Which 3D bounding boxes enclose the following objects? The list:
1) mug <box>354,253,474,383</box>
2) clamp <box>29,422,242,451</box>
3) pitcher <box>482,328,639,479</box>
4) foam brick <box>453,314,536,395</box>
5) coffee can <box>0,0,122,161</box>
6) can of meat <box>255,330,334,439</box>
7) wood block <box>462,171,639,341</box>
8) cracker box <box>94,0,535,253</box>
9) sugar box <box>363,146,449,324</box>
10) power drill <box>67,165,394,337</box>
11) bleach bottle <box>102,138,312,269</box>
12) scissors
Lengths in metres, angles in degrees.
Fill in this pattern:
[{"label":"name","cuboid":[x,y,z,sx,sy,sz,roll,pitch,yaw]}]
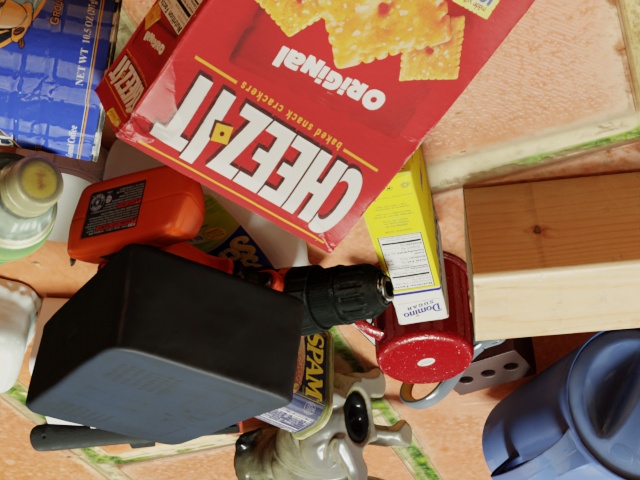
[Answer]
[{"label":"mug","cuboid":[0.075,0.064,0.896,0.117,0.081,0.093,18,139,-23]},{"label":"clamp","cuboid":[-0.182,0.187,1.052,0.210,0.036,0.164,-5,171,-4]},{"label":"pitcher","cuboid":[0.226,0.172,0.958,0.149,0.145,0.243,14,158,-8]},{"label":"foam brick","cuboid":[0.149,0.099,0.968,0.078,0.051,0.053,-21,139,24]},{"label":"coffee can","cuboid":[-0.198,-0.109,0.648,0.140,0.103,0.103,9,141,-13]},{"label":"can of meat","cuboid":[-0.038,0.113,0.943,0.083,0.102,0.058,28,135,-29]},{"label":"wood block","cuboid":[0.217,0.010,0.820,0.206,0.091,0.090,-5,142,6]},{"label":"cracker box","cuboid":[0.003,-0.117,0.602,0.164,0.072,0.214,29,107,-33]},{"label":"sugar box","cuboid":[0.059,-0.025,0.772,0.048,0.093,0.176,-10,142,12]},{"label":"power drill","cuboid":[-0.065,0.018,0.737,0.185,0.057,0.187,-12,145,30]},{"label":"bleach bottle","cuboid":[-0.055,0.001,0.829,0.103,0.068,0.250,-15,143,25]},{"label":"scissors","cuboid":[0.137,0.097,0.907,0.016,0.096,0.202,37,150,-32]}]
